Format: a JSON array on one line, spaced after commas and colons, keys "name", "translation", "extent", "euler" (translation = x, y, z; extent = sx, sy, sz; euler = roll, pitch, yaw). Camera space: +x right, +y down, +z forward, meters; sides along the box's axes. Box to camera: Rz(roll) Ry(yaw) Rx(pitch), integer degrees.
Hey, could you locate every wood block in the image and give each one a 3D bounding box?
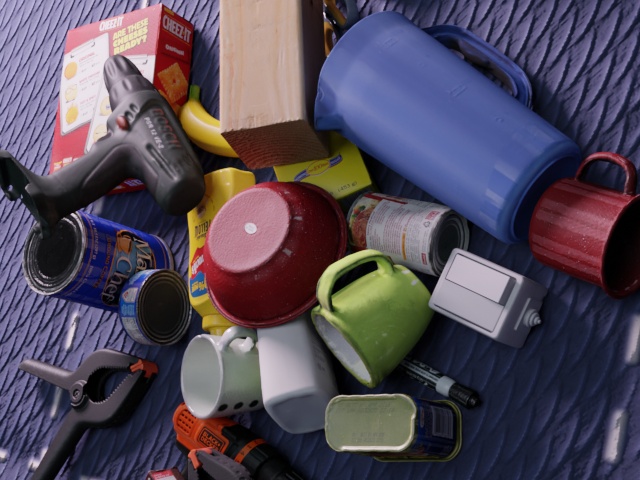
[{"name": "wood block", "translation": [-0.047, -0.189, 1.093], "extent": [0.090, 0.090, 0.206], "euler": [-8, 67, 15]}]

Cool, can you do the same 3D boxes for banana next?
[{"name": "banana", "translation": [-0.104, -0.129, 1.225], "extent": [0.198, 0.037, 0.069], "euler": [25, 91, 38]}]

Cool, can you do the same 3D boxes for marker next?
[{"name": "marker", "translation": [0.100, 0.128, 1.010], "extent": [0.121, 0.020, 0.020], "euler": [25, 92, 38]}]

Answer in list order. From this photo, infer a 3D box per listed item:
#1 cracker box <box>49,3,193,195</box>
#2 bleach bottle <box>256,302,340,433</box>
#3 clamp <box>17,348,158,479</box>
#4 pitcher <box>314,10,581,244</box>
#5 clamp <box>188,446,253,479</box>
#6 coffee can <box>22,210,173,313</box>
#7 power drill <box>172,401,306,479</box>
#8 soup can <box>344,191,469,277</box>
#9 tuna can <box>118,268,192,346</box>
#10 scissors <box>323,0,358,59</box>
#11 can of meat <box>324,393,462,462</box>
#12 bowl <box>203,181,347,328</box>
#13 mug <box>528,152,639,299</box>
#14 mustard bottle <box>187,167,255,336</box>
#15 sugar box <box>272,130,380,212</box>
[{"name": "cracker box", "translation": [-0.244, -0.167, 1.318], "extent": [0.164, 0.072, 0.213], "euler": [-7, 72, 33]}, {"name": "bleach bottle", "translation": [-0.033, 0.062, 1.090], "extent": [0.068, 0.102, 0.251], "euler": [-17, 57, 10]}, {"name": "clamp", "translation": [-0.282, 0.178, 1.265], "extent": [0.210, 0.036, 0.164], "euler": [-34, 60, 22]}, {"name": "pitcher", "translation": [0.127, -0.110, 0.999], "extent": [0.243, 0.144, 0.149], "euler": [40, 110, 31]}, {"name": "clamp", "translation": [-0.087, 0.283, 1.031], "extent": [0.120, 0.039, 0.172], "euler": [-48, 58, 16]}, {"name": "coffee can", "translation": [-0.253, 0.027, 1.223], "extent": [0.103, 0.140, 0.103], "euler": [-12, 70, 33]}, {"name": "power drill", "translation": [-0.111, 0.280, 1.099], "extent": [0.185, 0.057, 0.188], "euler": [30, 94, 35]}, {"name": "soup can", "translation": [0.084, -0.006, 1.032], "extent": [0.102, 0.068, 0.068], "euler": [13, 85, 37]}, {"name": "tuna can", "translation": [-0.185, 0.075, 1.193], "extent": [0.034, 0.086, 0.086], "euler": [-2, 75, 37]}, {"name": "scissors", "translation": [-0.003, -0.262, 1.197], "extent": [0.202, 0.016, 0.096], "euler": [-129, 38, -56]}, {"name": "can of meat", "translation": [0.066, 0.172, 0.981], "extent": [0.102, 0.083, 0.057], "euler": [-8, 72, 34]}, {"name": "bowl", "translation": [-0.057, 0.001, 1.036], "extent": [0.162, 0.055, 0.162], "euler": [-14, 58, 23]}, {"name": "mug", "translation": [0.234, -0.018, 0.906], "extent": [0.082, 0.093, 0.117], "euler": [24, 114, 43]}, {"name": "mustard bottle", "translation": [-0.109, 0.024, 1.168], "extent": [0.096, 0.058, 0.191], "euler": [-21, 65, 47]}, {"name": "sugar box", "translation": [-0.011, -0.108, 1.127], "extent": [0.093, 0.048, 0.176], "euler": [-24, 68, 7]}]
